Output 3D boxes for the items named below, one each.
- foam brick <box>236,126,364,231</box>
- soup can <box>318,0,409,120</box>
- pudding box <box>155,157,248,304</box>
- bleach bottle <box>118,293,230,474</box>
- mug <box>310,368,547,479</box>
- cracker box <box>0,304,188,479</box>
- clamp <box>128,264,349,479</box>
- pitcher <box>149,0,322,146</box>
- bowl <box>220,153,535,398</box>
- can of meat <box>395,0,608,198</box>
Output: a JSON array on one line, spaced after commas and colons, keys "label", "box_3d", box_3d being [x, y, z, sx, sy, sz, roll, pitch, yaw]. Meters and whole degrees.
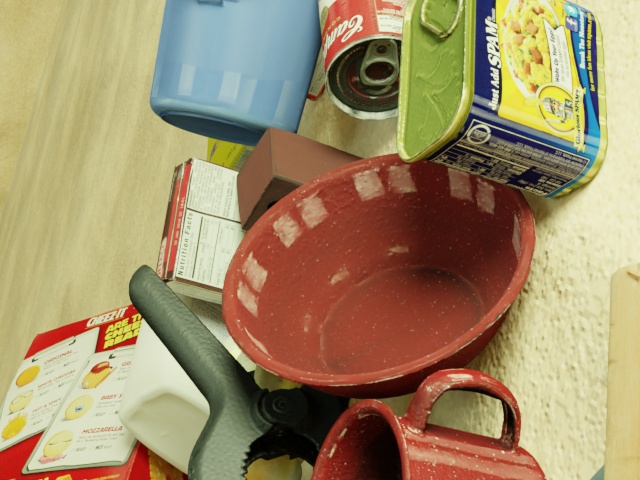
[{"label": "foam brick", "box_3d": [-0.011, -0.032, 0.716, 0.053, 0.078, 0.051, -55, 28, 39]}, {"label": "soup can", "box_3d": [0.034, -0.138, 0.694, 0.069, 0.068, 0.102, -53, 31, 42]}, {"label": "pudding box", "box_3d": [-0.055, 0.001, 0.751, 0.039, 0.113, 0.090, -20, 58, 59]}, {"label": "bleach bottle", "box_3d": [-0.082, 0.056, 0.811, 0.068, 0.102, 0.250, -36, 27, 26]}, {"label": "mug", "box_3d": [0.053, 0.113, 0.476, 0.093, 0.081, 0.117, 33, 106, 66]}, {"label": "cracker box", "box_3d": [-0.174, 0.146, 0.834, 0.164, 0.072, 0.213, -18, 32, 20]}, {"label": "clamp", "box_3d": [-0.031, 0.091, 0.561, 0.036, 0.164, 0.210, 96, 179, -49]}, {"label": "pitcher", "box_3d": [-0.050, -0.197, 0.759, 0.145, 0.149, 0.243, 4, 81, 62]}, {"label": "bowl", "box_3d": [0.034, 0.026, 0.544, 0.162, 0.162, 0.055, -106, -6, -51]}, {"label": "can of meat", "box_3d": [0.088, -0.077, 0.511, 0.058, 0.083, 0.102, -36, 44, 56]}]
